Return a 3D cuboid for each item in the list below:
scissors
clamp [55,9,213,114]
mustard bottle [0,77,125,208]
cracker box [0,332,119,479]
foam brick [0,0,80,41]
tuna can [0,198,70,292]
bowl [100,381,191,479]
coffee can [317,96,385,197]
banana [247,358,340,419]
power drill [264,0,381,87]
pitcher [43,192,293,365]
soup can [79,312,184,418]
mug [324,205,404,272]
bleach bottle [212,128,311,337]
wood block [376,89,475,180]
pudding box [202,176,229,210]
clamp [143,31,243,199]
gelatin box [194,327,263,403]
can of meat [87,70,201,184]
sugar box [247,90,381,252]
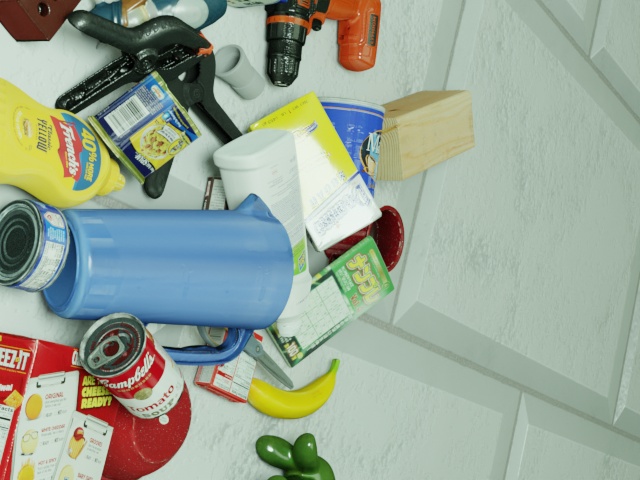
[{"bbox_3d":[-0.080,0.111,1.296,0.201,0.016,0.096,33,64,-50],"label":"scissors"},{"bbox_3d":[-0.191,-0.180,1.080,0.171,0.039,0.120,-8,145,-39],"label":"clamp"},{"bbox_3d":[-0.261,-0.083,1.035,0.191,0.058,0.096,25,53,-53],"label":"mustard bottle"},{"bbox_3d":[-0.277,0.205,1.026,0.164,0.072,0.213,33,66,-65],"label":"cracker box"},{"bbox_3d":[-0.268,-0.233,1.015,0.053,0.051,0.078,55,52,-42],"label":"foam brick"},{"bbox_3d":[-0.277,0.004,1.006,0.033,0.086,0.086,19,79,-51],"label":"tuna can"},{"bbox_3d":[-0.192,0.194,1.173,0.161,0.055,0.162,-10,103,-53],"label":"bowl"},{"bbox_3d":[0.025,-0.108,1.385,0.102,0.103,0.140,9,88,-54],"label":"coffee can"},{"bbox_3d":[-0.038,0.201,1.400,0.197,0.037,0.069,-4,85,-54],"label":"banana"},{"bbox_3d":[0.002,-0.273,1.369,0.187,0.057,0.184,10,87,-54],"label":"power drill"},{"bbox_3d":[-0.159,0.038,1.104,0.242,0.145,0.149,3,56,-37],"label":"pitcher"},{"bbox_3d":[-0.182,0.124,1.042,0.068,0.069,0.102,-64,151,-25],"label":"soup can"},{"bbox_3d":[0.051,0.005,1.453,0.117,0.082,0.093,-60,137,-30],"label":"mug"},{"bbox_3d":[-0.058,0.002,1.256,0.102,0.068,0.251,-36,126,-48],"label":"bleach bottle"},{"bbox_3d":[0.131,-0.154,1.533,0.205,0.091,0.090,-26,114,-49],"label":"wood block"},{"bbox_3d":[-0.096,-0.024,1.286,0.113,0.039,0.090,15,82,-54],"label":"pudding box"},{"bbox_3d":[-0.143,-0.162,1.203,0.164,0.036,0.210,-17,105,-48],"label":"clamp"},{"bbox_3d":[-0.111,0.145,1.296,0.073,0.030,0.089,37,62,-49],"label":"gelatin box"},{"bbox_3d":[-0.178,-0.116,1.098,0.084,0.057,0.102,-38,158,-3],"label":"can of meat"},{"bbox_3d":[-0.007,-0.083,1.306,0.093,0.048,0.176,-31,92,-6],"label":"sugar box"}]
